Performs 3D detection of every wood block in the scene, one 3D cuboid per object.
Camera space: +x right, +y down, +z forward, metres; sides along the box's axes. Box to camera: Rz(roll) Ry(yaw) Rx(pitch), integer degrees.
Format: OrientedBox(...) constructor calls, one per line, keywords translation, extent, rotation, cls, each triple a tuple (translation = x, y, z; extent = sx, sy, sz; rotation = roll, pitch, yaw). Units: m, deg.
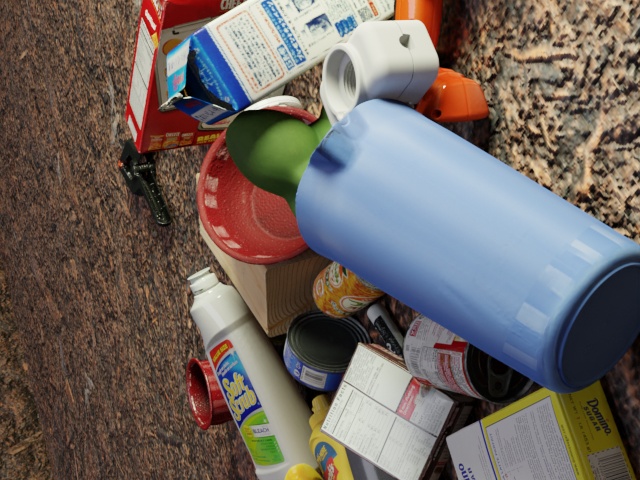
OrientedBox(translation=(-0.057, 0.002, 1.165), extent=(0.206, 0.090, 0.090), rotation=(-130, 32, -48), cls="wood block")

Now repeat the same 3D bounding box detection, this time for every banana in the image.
OrientedBox(translation=(-0.003, 0.278, 1.136), extent=(0.070, 0.037, 0.197), rotation=(52, 171, 43), cls="banana")

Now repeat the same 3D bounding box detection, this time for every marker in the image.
OrientedBox(translation=(0.077, 0.106, 0.998), extent=(0.121, 0.020, 0.020), rotation=(-122, 34, -42), cls="marker")

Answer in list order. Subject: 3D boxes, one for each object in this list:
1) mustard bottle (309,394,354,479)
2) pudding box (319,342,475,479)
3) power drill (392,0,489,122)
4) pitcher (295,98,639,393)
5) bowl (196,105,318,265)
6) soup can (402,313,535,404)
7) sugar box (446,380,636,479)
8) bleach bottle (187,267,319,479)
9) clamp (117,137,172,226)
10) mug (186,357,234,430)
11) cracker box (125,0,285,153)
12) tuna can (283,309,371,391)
OrientedBox(translation=(0.033, 0.241, 1.087), extent=(0.096, 0.058, 0.192), rotation=(96, 155, -53), cls="mustard bottle")
OrientedBox(translation=(0.065, 0.152, 0.930), extent=(0.114, 0.039, 0.090), rotation=(28, 98, 34), cls="pudding box")
OrientedBox(translation=(0.097, -0.190, 0.828), extent=(0.185, 0.057, 0.188), rotation=(-151, 58, -60), cls="power drill")
OrientedBox(translation=(0.110, 0.006, 0.753), extent=(0.243, 0.149, 0.145), rotation=(35, 131, 41), cls="pitcher")
OrientedBox(translation=(-0.041, -0.050, 1.067), extent=(0.055, 0.162, 0.162), rotation=(28, -139, -63), cls="bowl")
OrientedBox(translation=(0.117, 0.089, 0.849), extent=(0.102, 0.068, 0.068), rotation=(180, 83, -66), cls="soup can")
OrientedBox(translation=(0.162, 0.169, 0.806), extent=(0.176, 0.048, 0.093), rotation=(129, 128, -63), cls="sugar box")
OrientedBox(translation=(-0.082, 0.148, 1.193), extent=(0.103, 0.068, 0.251), rotation=(-18, 102, 52), cls="bleach bottle")
OrientedBox(translation=(-0.279, -0.123, 1.680), extent=(0.210, 0.036, 0.164), rotation=(-149, 54, -60), cls="clamp")
OrientedBox(translation=(-0.122, 0.200, 1.382), extent=(0.093, 0.081, 0.117), rotation=(-121, 33, -40), cls="mug")
OrientedBox(translation=(-0.116, -0.199, 1.154), extent=(0.072, 0.164, 0.214), rotation=(62, 149, 33), cls="cracker box")
OrientedBox(translation=(0.006, 0.111, 1.075), extent=(0.086, 0.086, 0.034), rotation=(-121, 32, -41), cls="tuna can")
